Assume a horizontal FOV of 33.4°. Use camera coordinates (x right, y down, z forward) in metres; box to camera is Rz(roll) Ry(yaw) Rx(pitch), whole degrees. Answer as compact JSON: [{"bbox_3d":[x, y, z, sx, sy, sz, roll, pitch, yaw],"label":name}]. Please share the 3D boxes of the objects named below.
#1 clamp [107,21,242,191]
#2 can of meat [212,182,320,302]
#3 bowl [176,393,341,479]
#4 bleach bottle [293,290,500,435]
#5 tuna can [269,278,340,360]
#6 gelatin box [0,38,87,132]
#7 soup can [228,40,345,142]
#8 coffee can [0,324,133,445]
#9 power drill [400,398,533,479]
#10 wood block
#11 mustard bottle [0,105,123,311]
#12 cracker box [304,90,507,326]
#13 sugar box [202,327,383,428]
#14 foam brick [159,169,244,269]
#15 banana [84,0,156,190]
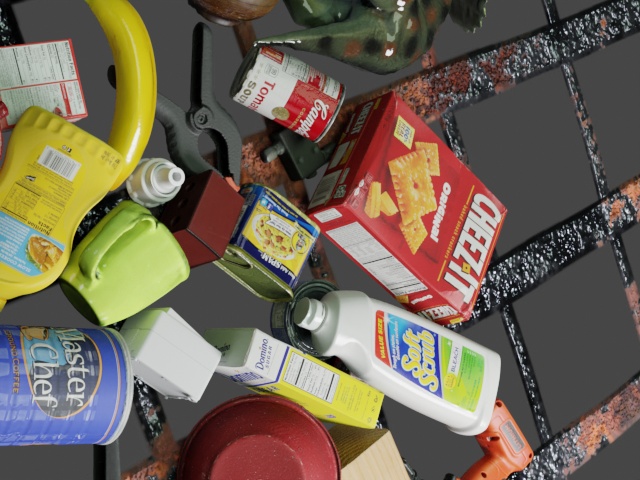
[{"bbox_3d":[-0.135,-0.120,1.051,0.120,0.039,0.171,-22,98,-24],"label":"clamp"},{"bbox_3d":[-0.057,0.001,1.089,0.102,0.058,0.084,40,62,-29],"label":"can of meat"},{"bbox_3d":[-0.059,0.228,1.017,0.162,0.055,0.162,0,84,-1],"label":"bowl"},{"bbox_3d":[0.078,0.124,1.131,0.250,0.068,0.102,25,71,-29],"label":"bleach bottle"},{"bbox_3d":[-0.011,0.084,1.131,0.085,0.034,0.086,4,84,-37],"label":"tuna can"},{"bbox_3d":[-0.260,-0.139,0.960,0.089,0.030,0.073,-16,94,-37],"label":"gelatin box"},{"bbox_3d":[-0.034,-0.153,1.096,0.102,0.069,0.068,26,70,-15],"label":"soup can"},{"bbox_3d":[-0.244,0.122,0.904,0.140,0.103,0.103,7,82,-37],"label":"coffee can"},{"bbox_3d":[0.155,0.268,1.232,0.187,0.057,0.184,-45,117,-28],"label":"power drill"},{"bbox_3d":[0.054,0.307,1.127,0.090,0.091,0.206,-32,105,-35],"label":"wood block"},{"bbox_3d":[-0.256,-0.013,0.919,0.096,0.058,0.191,31,82,-13],"label":"mustard bottle"},{"bbox_3d":[0.101,-0.032,1.175,0.213,0.072,0.164,42,55,-25],"label":"cracker box"},{"bbox_3d":[-0.030,0.140,1.075,0.176,0.094,0.048,27,70,-32],"label":"sugar box"},{"bbox_3d":[-0.117,-0.021,1.034,0.051,0.053,0.078,43,47,-31],"label":"foam brick"},{"bbox_3d":[-0.185,-0.147,0.990,0.037,0.070,0.198,-50,133,-75],"label":"banana"}]
